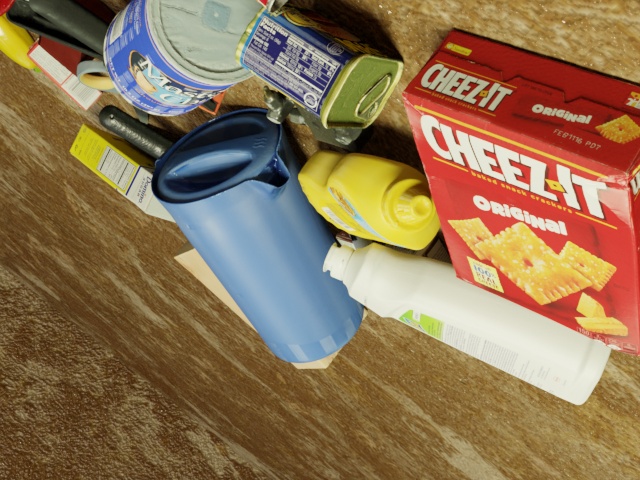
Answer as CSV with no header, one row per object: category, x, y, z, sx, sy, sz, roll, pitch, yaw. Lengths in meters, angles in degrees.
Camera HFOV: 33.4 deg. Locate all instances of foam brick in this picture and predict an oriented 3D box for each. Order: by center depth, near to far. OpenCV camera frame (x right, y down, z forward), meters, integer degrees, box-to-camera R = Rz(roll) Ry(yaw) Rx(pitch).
foam brick,-0.241,-0.207,1.052,0.051,0.053,0.078,40,162,-6

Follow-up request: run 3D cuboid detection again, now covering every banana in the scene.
banana,-0.385,-0.260,1.214,0.197,0.037,0.070,48,158,-26

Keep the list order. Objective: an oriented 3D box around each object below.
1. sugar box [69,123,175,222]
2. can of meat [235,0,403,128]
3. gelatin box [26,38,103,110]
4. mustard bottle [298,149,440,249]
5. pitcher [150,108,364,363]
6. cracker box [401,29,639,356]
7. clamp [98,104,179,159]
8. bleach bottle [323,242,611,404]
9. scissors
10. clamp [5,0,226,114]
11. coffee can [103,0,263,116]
sugar box,-0.201,-0.073,1.209,0.176,0.048,0.093,31,-172,42
can of meat,0.000,-0.125,0.755,0.084,0.057,0.102,35,-162,16
gelatin box,-0.281,-0.185,1.178,0.089,0.030,0.073,44,180,-14
mustard bottle,0.047,-0.033,0.862,0.096,0.058,0.192,40,174,-15
pitcher,-0.057,0.001,1.035,0.149,0.145,0.242,-99,-16,-53
cracker box,0.156,-0.025,0.726,0.164,0.072,0.213,25,156,33
clamp,-0.161,-0.093,1.175,0.171,0.039,0.120,33,-176,-4
bleach bottle,0.121,0.057,0.915,0.251,0.068,0.102,22,158,13
scissors,-0.211,-0.153,1.109,0.096,0.016,0.202,2,169,-19
clamp,-0.178,-0.170,0.949,0.209,0.036,0.165,25,178,-17
coffee can,-0.104,-0.160,0.839,0.102,0.102,0.140,44,160,-16
